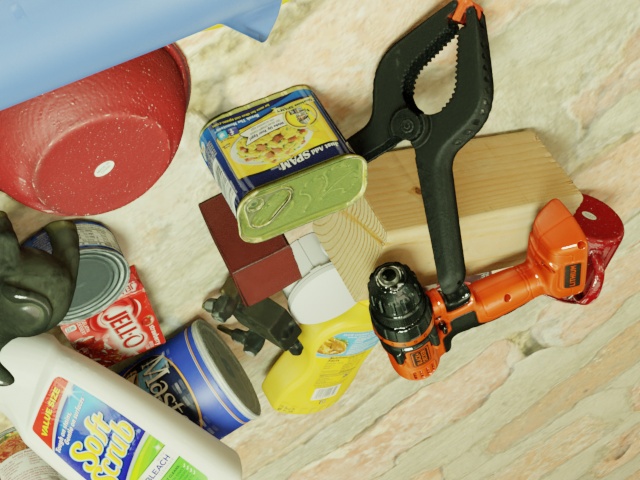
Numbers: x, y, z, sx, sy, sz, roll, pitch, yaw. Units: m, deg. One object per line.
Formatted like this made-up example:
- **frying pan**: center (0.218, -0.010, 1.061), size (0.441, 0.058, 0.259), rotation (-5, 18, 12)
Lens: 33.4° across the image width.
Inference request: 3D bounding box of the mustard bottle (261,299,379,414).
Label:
- **mustard bottle**: center (0.018, 0.092, 1.046), size (0.096, 0.058, 0.192), rotation (-5, 139, -37)

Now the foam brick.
- **foam brick**: center (-0.056, 0.001, 0.846), size (0.051, 0.078, 0.053), rotation (-25, 147, -6)

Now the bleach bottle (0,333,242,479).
- **bleach bottle**: center (-0.188, 0.152, 0.858), size (0.250, 0.068, 0.102), rotation (36, 98, -19)

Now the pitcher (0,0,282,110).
- **pitcher**: center (-0.151, -0.147, 0.540), size (0.243, 0.149, 0.145), rotation (-25, 162, -3)

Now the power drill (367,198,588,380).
- **power drill**: center (0.129, 0.037, 0.895), size (0.187, 0.057, 0.184), rotation (-26, 152, -2)

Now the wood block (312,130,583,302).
- **wood block**: center (0.111, -0.025, 0.933), size (0.205, 0.091, 0.090), rotation (-11, 143, -28)

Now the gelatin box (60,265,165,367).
- **gelatin box**: center (-0.174, 0.068, 0.885), size (0.073, 0.030, 0.089), rotation (-24, 147, -12)

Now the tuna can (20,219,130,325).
- **tuna can**: center (-0.190, 0.024, 0.809), size (0.086, 0.034, 0.086), rotation (-21, 146, -15)

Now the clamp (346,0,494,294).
- **clamp**: center (0.077, -0.075, 0.797), size (0.210, 0.165, 0.036), rotation (-60, 158, 14)

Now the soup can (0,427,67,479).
- **soup can**: center (-0.257, 0.226, 0.964), size (0.068, 0.102, 0.068), rotation (-21, 147, -15)

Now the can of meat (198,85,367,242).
- **can of meat**: center (-0.029, -0.058, 0.781), size (0.102, 0.084, 0.057), rotation (-22, 147, -13)

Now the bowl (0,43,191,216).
- **bowl**: center (-0.151, -0.067, 0.699), size (0.162, 0.055, 0.162), rotation (-21, 147, -15)

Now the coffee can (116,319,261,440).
- **coffee can**: center (-0.139, 0.151, 0.957), size (0.140, 0.103, 0.102), rotation (-33, 147, 4)
